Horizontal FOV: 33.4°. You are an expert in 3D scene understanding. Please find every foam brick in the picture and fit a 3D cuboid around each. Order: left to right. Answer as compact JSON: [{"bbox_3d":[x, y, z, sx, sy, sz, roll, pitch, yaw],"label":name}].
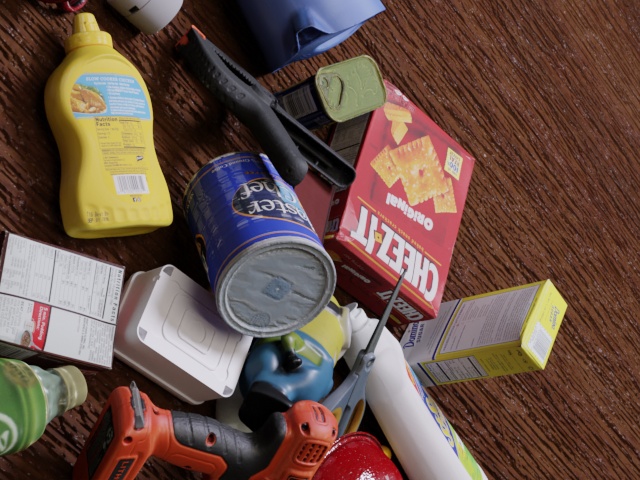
[{"bbox_3d":[-0.027,-0.027,1.051,0.051,0.053,0.078,33,55,-34],"label":"foam brick"}]

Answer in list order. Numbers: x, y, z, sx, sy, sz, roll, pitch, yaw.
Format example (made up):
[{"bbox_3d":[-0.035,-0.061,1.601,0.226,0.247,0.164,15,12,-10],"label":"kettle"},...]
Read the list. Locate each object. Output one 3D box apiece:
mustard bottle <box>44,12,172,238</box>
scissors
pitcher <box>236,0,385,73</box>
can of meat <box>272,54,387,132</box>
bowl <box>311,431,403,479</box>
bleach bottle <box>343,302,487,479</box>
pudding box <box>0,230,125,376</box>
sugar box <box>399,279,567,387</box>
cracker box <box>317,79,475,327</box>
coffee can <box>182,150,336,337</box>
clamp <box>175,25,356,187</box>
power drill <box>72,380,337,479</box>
[{"bbox_3d":[-0.186,-0.100,0.908,0.096,0.058,0.191,-5,82,-45],"label":"mustard bottle"},{"bbox_3d":[0.028,0.124,0.998,0.096,0.016,0.202,-18,130,-50],"label":"scissors"},{"bbox_3d":[-0.046,-0.302,1.075,0.144,0.149,0.243,-33,99,-28],"label":"pitcher"},{"bbox_3d":[0.004,-0.144,1.095,0.101,0.084,0.057,-27,97,-46],"label":"can of meat"},{"bbox_3d":[0.035,0.260,0.977,0.161,0.055,0.162,-22,118,-47],"label":"bowl"},{"bbox_3d":[0.088,0.176,1.081,0.251,0.068,0.102,58,11,-13],"label":"bleach bottle"},{"bbox_3d":[-0.214,0.051,0.845,0.113,0.039,0.090,22,62,-39],"label":"pudding box"},{"bbox_3d":[0.162,0.101,1.112,0.048,0.177,0.093,49,49,-20],"label":"sugar box"},{"bbox_3d":[0.076,-0.041,1.145,0.164,0.072,0.213,37,54,-31],"label":"cracker box"},{"bbox_3d":[-0.056,0.001,0.930,0.102,0.103,0.140,30,21,-36],"label":"coffee can"},{"bbox_3d":[-0.060,-0.120,0.988,0.210,0.036,0.164,44,13,5],"label":"clamp"},{"bbox_3d":[-0.099,0.193,0.861,0.187,0.185,0.057,15,28,-28],"label":"power drill"}]
